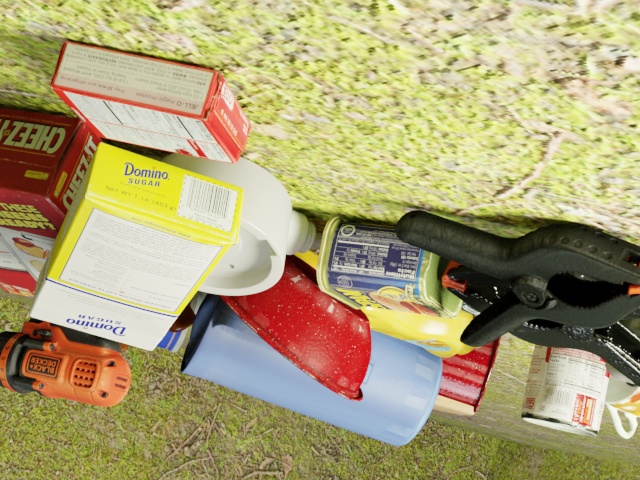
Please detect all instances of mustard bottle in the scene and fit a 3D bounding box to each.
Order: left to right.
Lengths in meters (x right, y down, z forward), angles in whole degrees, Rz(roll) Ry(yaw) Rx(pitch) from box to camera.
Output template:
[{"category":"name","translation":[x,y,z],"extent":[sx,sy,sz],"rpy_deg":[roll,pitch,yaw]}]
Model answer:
[{"category":"mustard bottle","translation":[0.085,0.069,0.997],"extent":[0.191,0.058,0.096],"rpy_deg":[22,170,-35]}]

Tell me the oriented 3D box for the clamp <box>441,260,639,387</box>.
[{"category":"clamp","translation":[0.187,0.044,0.726],"extent":[0.210,0.036,0.165],"rpy_deg":[22,145,13]}]

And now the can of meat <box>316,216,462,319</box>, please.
[{"category":"can of meat","translation":[0.056,0.022,0.800],"extent":[0.084,0.057,0.102],"rpy_deg":[6,168,25]}]

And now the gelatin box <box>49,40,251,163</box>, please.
[{"category":"gelatin box","translation":[-0.088,-0.073,0.568],"extent":[0.089,0.030,0.073],"rpy_deg":[12,168,11]}]

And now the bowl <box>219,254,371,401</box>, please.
[{"category":"bowl","translation":[-0.012,0.058,0.867],"extent":[0.162,0.055,0.162],"rpy_deg":[39,-175,-4]}]

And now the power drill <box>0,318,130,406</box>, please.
[{"category":"power drill","translation":[-0.233,0.044,0.942],"extent":[0.185,0.187,0.057],"rpy_deg":[8,170,23]}]

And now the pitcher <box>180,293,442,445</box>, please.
[{"category":"pitcher","translation":[-0.005,0.111,1.045],"extent":[0.242,0.149,0.145],"rpy_deg":[23,126,-9]}]

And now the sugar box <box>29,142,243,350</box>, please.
[{"category":"sugar box","translation":[-0.122,0.010,0.681],"extent":[0.093,0.048,0.176],"rpy_deg":[19,150,-17]}]

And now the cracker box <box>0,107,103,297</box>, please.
[{"category":"cracker box","translation":[-0.208,-0.020,0.798],"extent":[0.164,0.072,0.213],"rpy_deg":[9,156,21]}]

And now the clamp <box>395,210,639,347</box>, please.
[{"category":"clamp","translation":[0.139,0.031,0.690],"extent":[0.172,0.039,0.120],"rpy_deg":[6,143,36]}]

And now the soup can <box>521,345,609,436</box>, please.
[{"category":"soup can","translation":[0.217,0.112,0.924],"extent":[0.068,0.102,0.068],"rpy_deg":[14,169,2]}]

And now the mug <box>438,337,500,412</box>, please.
[{"category":"mug","translation":[0.146,0.125,1.167],"extent":[0.081,0.093,0.117],"rpy_deg":[18,-154,7]}]
